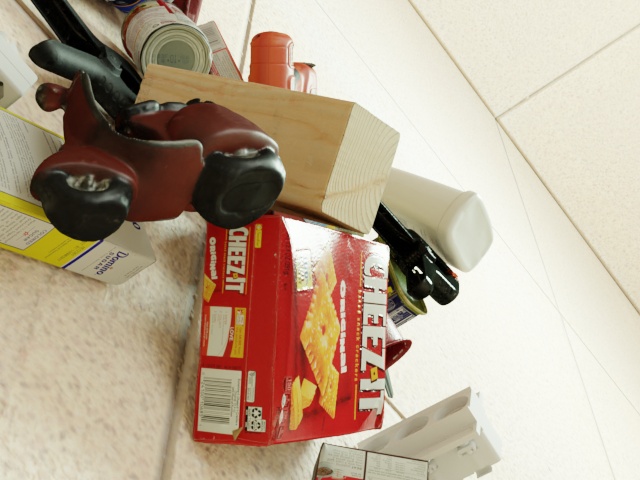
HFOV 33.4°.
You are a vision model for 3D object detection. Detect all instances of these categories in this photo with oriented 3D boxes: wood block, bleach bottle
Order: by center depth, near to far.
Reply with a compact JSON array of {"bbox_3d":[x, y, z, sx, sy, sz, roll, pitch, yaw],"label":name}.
[{"bbox_3d":[-0.053,-0.077,0.883,0.206,0.090,0.090,15,-4,30],"label":"wood block"},{"bbox_3d":[0.078,-0.050,1.237,0.251,0.068,0.102,28,-20,37],"label":"bleach bottle"}]

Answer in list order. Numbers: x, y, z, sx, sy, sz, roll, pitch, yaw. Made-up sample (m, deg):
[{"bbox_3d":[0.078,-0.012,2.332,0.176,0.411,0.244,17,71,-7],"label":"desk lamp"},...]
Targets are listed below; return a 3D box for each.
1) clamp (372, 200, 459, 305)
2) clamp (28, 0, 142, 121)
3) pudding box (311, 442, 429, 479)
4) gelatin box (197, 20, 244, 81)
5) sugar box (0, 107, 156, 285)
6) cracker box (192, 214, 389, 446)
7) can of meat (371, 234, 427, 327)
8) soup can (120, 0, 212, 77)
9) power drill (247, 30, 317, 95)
[{"bbox_3d":[0.100,0.024,1.092,0.209,0.036,0.165,38,17,-51],"label":"clamp"},{"bbox_3d":[-0.197,-0.157,0.920,0.171,0.039,0.120,42,27,-54],"label":"clamp"},{"bbox_3d":[0.034,0.209,0.792,0.090,0.039,0.113,10,42,0],"label":"pudding box"},{"bbox_3d":[-0.110,-0.176,1.135,0.073,0.030,0.089,105,-38,-66],"label":"gelatin box"},{"bbox_3d":[-0.190,-0.033,0.720,0.176,0.048,0.093,32,29,-59],"label":"sugar box"},{"bbox_3d":[-0.014,0.072,0.840,0.213,0.072,0.164,14,78,-64],"label":"cracker box"},{"bbox_3d":[0.055,0.054,1.137,0.057,0.084,0.102,36,27,-46],"label":"can of meat"},{"bbox_3d":[-0.145,-0.182,1.000,0.068,0.068,0.102,45,3,-31],"label":"soup can"},{"bbox_3d":[-0.042,-0.130,1.166,0.187,0.057,0.184,-50,143,-81],"label":"power drill"}]
